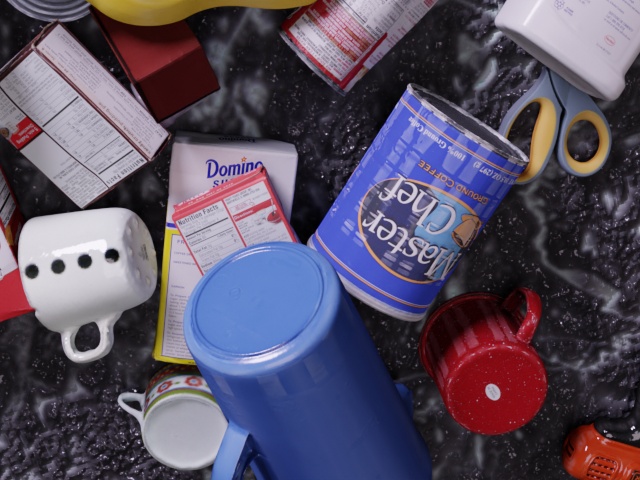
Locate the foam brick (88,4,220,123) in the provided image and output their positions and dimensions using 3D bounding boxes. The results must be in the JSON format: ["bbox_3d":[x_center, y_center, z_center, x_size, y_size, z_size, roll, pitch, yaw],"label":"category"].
[{"bbox_3d":[-0.111,-0.130,0.721,0.051,0.078,0.053,-31,154,-4],"label":"foam brick"}]

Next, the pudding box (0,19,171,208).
[{"bbox_3d":[-0.174,-0.085,0.745,0.090,0.039,0.113,-28,117,39],"label":"pudding box"}]

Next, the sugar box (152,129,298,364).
[{"bbox_3d":[-0.073,0.009,0.807,0.093,0.048,0.176,6,107,-8],"label":"sugar box"}]

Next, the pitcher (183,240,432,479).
[{"bbox_3d":[-0.014,0.122,0.758,0.145,0.149,0.242,-15,136,9],"label":"pitcher"}]

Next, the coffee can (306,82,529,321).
[{"bbox_3d":[0.069,-0.027,0.773,0.102,0.103,0.140,28,106,-15],"label":"coffee can"}]

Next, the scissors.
[{"bbox_3d":[0.193,-0.130,0.790,0.096,0.016,0.202,16,109,-13],"label":"scissors"}]

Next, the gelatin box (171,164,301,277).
[{"bbox_3d":[-0.055,0.001,0.765,0.073,0.030,0.089,-24,110,4],"label":"gelatin box"}]

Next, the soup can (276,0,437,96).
[{"bbox_3d":[0.028,-0.159,0.736,0.068,0.068,0.102,41,102,-18],"label":"soup can"}]

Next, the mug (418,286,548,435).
[{"bbox_3d":[0.136,0.090,0.836,0.093,0.081,0.117,30,106,-15],"label":"mug"}]
